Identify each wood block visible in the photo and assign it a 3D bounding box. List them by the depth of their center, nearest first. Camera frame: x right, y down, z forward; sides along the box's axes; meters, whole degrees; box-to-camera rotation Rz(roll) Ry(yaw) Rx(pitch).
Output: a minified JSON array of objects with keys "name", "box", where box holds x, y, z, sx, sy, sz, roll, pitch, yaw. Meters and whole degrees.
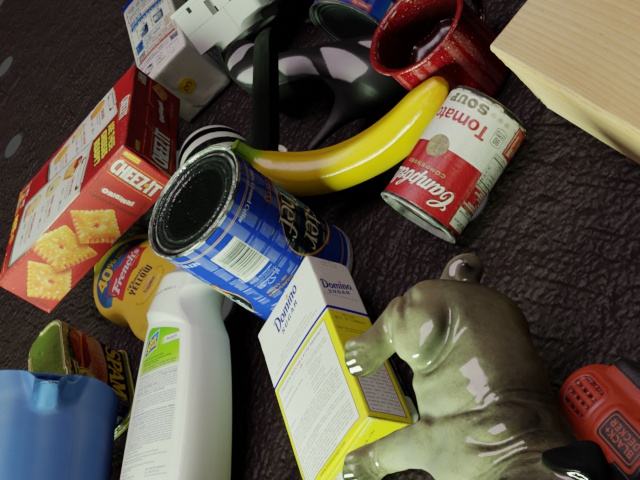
[{"name":"wood block","box":[0.218,-0.106,0.706,0.091,0.090,0.206,-50,37,6]}]

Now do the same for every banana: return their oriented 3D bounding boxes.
[{"name":"banana","box":[0.023,-0.076,0.879,0.198,0.069,0.037,-16,43,23]}]

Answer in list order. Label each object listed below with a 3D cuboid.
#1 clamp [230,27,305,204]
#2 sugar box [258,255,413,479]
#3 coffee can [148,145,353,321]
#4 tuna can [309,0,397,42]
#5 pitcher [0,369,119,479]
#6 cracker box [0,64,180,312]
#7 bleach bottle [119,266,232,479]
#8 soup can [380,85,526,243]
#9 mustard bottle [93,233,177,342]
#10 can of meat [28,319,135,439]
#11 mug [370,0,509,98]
[{"name":"clamp","box":[-0.046,-0.073,0.957,0.210,0.164,0.036,-44,-5,26]},{"name":"sugar box","box":[0.007,0.102,0.797,0.093,0.048,0.176,-59,29,28]},{"name":"coffee can","box":[-0.056,0.001,0.882,0.103,0.140,0.103,-28,44,31]},{"name":"tuna can","box":[0.035,-0.208,0.993,0.086,0.086,0.033,9,67,51]},{"name":"pitcher","box":[-0.239,0.240,0.873,0.145,0.149,0.243,-17,55,21]},{"name":"cracker box","box":[-0.234,-0.053,1.097,0.214,0.072,0.164,-42,30,24]},{"name":"bleach bottle","box":[-0.111,0.118,0.890,0.103,0.068,0.251,-21,55,40]},{"name":"soup can","box":[0.102,-0.058,0.815,0.102,0.068,0.069,-56,36,-3]},{"name":"mustard bottle","box":[-0.174,0.042,1.051,0.192,0.058,0.096,20,77,53]},{"name":"can of meat","box":[-0.228,0.133,1.017,0.057,0.083,0.102,-43,38,16]},{"name":"mug","box":[0.106,-0.164,0.882,0.093,0.081,0.117,-1,62,48]}]
